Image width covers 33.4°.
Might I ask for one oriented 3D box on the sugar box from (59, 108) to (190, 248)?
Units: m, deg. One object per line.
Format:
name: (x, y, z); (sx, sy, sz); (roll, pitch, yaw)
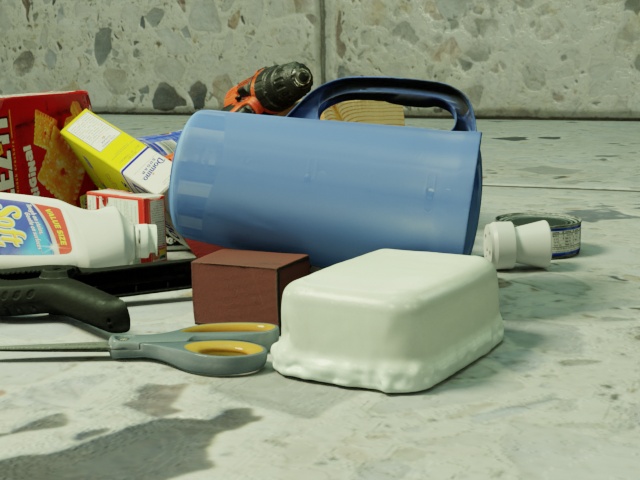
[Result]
sugar box: (-0.187, -0.063, 1.097); (0.048, 0.093, 0.176); (-44, 50, -15)

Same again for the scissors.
scissors: (-0.122, 0.076, 0.714); (0.201, 0.016, 0.096); (-4, 11, -16)

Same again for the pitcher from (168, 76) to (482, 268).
pitcher: (0.009, -0.048, 0.864); (0.243, 0.145, 0.149); (9, 33, 8)

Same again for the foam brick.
foam brick: (-0.053, 0.038, 0.813); (0.078, 0.051, 0.052); (4, 13, 27)

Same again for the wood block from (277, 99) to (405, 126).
wood block: (0.020, -0.115, 1.205); (0.090, 0.091, 0.206); (-8, 10, -15)

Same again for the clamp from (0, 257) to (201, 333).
clamp: (-0.205, 0.041, 0.846); (0.210, 0.036, 0.164); (-1, 10, 12)

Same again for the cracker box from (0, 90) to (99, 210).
cracker box: (-0.312, -0.069, 1.107); (0.072, 0.164, 0.213); (0, 10, 19)

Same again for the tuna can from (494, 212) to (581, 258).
tuna can: (0.218, -0.006, 1.070); (0.086, 0.034, 0.086); (-1, 11, 0)

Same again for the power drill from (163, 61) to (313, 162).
power drill: (-0.102, -0.122, 1.186); (0.187, 0.057, 0.185); (-44, 14, -21)

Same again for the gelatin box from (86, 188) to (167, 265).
gelatin box: (-0.186, -0.010, 1.022); (0.089, 0.073, 0.030); (7, 13, 40)

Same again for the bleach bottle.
bleach bottle: (-0.272, -0.003, 0.947); (0.250, 0.068, 0.102); (-2, 54, -11)
